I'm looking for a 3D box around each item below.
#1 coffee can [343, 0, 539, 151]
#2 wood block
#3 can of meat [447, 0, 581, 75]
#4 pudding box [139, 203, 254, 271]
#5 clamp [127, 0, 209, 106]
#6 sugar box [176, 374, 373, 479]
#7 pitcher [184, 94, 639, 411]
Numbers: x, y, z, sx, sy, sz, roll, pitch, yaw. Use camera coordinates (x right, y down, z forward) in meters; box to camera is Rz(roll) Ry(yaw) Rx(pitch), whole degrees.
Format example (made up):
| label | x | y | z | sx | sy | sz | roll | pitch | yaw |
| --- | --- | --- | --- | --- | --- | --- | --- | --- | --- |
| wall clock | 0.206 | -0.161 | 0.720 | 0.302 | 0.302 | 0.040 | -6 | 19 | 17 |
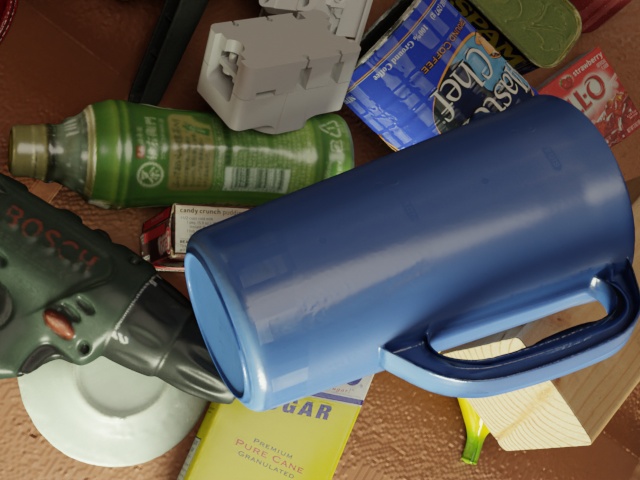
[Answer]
| label | x | y | z | sx | sy | sz | roll | pitch | yaw |
| --- | --- | --- | --- | --- | --- | --- | --- | --- | --- |
| coffee can | 0.088 | -0.099 | 0.757 | 0.140 | 0.103 | 0.102 | 43 | 72 | -11 |
| wood block | 0.192 | 0.047 | 0.765 | 0.205 | 0.091 | 0.090 | -42 | 101 | -32 |
| can of meat | 0.127 | -0.165 | 0.788 | 0.102 | 0.084 | 0.057 | 41 | 73 | -12 |
| pudding box | -0.055 | 0.001 | 0.702 | 0.113 | 0.090 | 0.039 | 0 | 84 | -21 |
| clamp | -0.077 | -0.186 | 0.688 | 0.210 | 0.036 | 0.164 | -30 | 131 | -10 |
| sugar box | -0.033 | 0.133 | 0.715 | 0.093 | 0.048 | 0.176 | 25 | 80 | -9 |
| pitcher | 0.054 | 0.017 | 0.620 | 0.242 | 0.149 | 0.145 | -20 | 100 | -17 |
